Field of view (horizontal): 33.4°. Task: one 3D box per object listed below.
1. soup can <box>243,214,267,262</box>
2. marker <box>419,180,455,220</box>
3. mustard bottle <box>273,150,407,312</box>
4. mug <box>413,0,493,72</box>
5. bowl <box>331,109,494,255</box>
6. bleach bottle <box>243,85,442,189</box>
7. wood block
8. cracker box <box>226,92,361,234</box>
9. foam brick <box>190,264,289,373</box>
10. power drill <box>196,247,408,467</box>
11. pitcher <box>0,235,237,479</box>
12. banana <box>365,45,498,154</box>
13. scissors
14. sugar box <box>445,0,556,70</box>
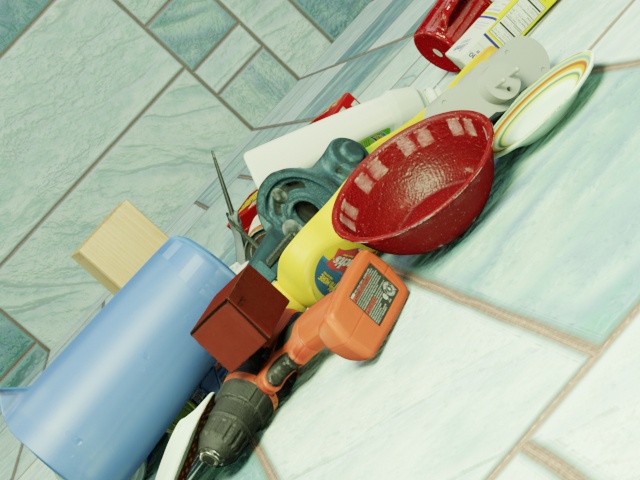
[{"bbox_3d":[-0.059,0.002,1.349,0.068,0.068,0.102,-44,11,13],"label":"soup can"},{"bbox_3d":[0.125,-0.051,0.981,0.121,0.020,0.020,-53,13,-28],"label":"marker"},{"bbox_3d":[0.015,0.006,1.030,0.191,0.058,0.096,-47,-28,3],"label":"mustard bottle"},{"bbox_3d":[0.172,-0.276,1.366,0.081,0.093,0.117,-55,-17,-14],"label":"mug"},{"bbox_3d":[0.090,-0.039,0.917,0.162,0.055,0.162,-30,28,18],"label":"bowl"},{"bbox_3d":[0.035,-0.121,1.310,0.251,0.068,0.102,-25,-20,0],"label":"bleach bottle"},{"bbox_3d":[-0.207,0.053,1.363,0.090,0.206,0.090,-51,12,-18],"label":"wood block"},{"bbox_3d":[-0.025,-0.097,1.551,0.164,0.072,0.213,-34,18,50],"label":"cracker box"},{"bbox_3d":[-0.069,0.066,0.929,0.051,0.053,0.078,-44,7,23],"label":"foam brick"},{"bbox_3d":[-0.019,0.098,0.905,0.188,0.057,0.184,-37,15,42],"label":"power drill"},{"bbox_3d":[-0.165,0.124,1.005,0.145,0.149,0.242,31,75,34],"label":"pitcher"},{"bbox_3d":[0.126,-0.139,1.188,0.198,0.037,0.069,-38,-17,14],"label":"banana"},{"bbox_3d":[-0.107,-0.009,1.342,0.016,0.201,0.096,-12,43,7],"label":"scissors"},{"bbox_3d":[0.231,-0.272,1.279,0.176,0.048,0.093,-49,11,9],"label":"sugar box"}]
